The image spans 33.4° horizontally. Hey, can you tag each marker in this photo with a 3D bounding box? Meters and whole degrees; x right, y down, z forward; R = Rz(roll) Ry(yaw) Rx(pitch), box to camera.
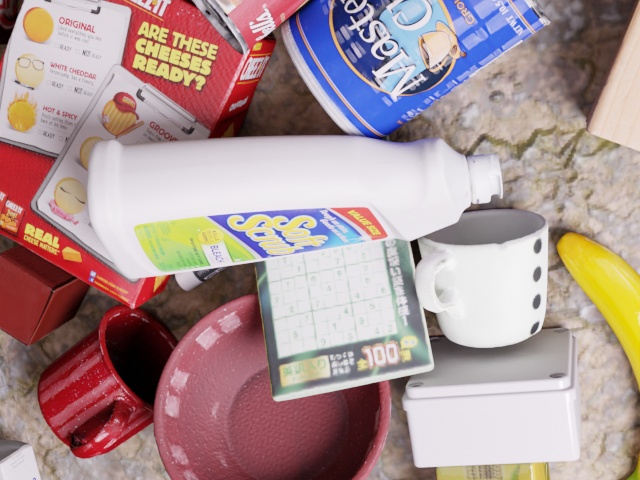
[{"bbox_3d":[-0.055,0.001,0.788,0.121,0.020,0.020,-31,92,18],"label":"marker"}]

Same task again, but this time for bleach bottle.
[{"bbox_3d":[-0.012,-0.031,0.677,0.251,0.102,0.068,-7,61,5],"label":"bleach bottle"}]

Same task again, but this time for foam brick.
[{"bbox_3d":[-0.214,0.036,0.806,0.051,0.078,0.053,31,107,5],"label":"foam brick"}]

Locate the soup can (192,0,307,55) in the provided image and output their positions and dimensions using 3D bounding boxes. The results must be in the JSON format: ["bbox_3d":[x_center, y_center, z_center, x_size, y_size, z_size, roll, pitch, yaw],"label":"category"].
[{"bbox_3d":[-0.031,-0.175,0.669,0.102,0.068,0.068,-41,89,-4],"label":"soup can"}]

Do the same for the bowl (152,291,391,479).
[{"bbox_3d":[-0.029,0.118,0.728,0.162,0.055,0.162,-4,68,10],"label":"bowl"}]

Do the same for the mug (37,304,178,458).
[{"bbox_3d":[-0.156,0.115,0.791,0.082,0.117,0.093,-36,118,23],"label":"mug"}]

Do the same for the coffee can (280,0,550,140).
[{"bbox_3d":[0.060,-0.140,0.686,0.140,0.102,0.103,-34,91,18],"label":"coffee can"}]

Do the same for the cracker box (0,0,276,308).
[{"bbox_3d":[-0.150,-0.084,0.769,0.164,0.072,0.214,28,106,7],"label":"cracker box"}]
